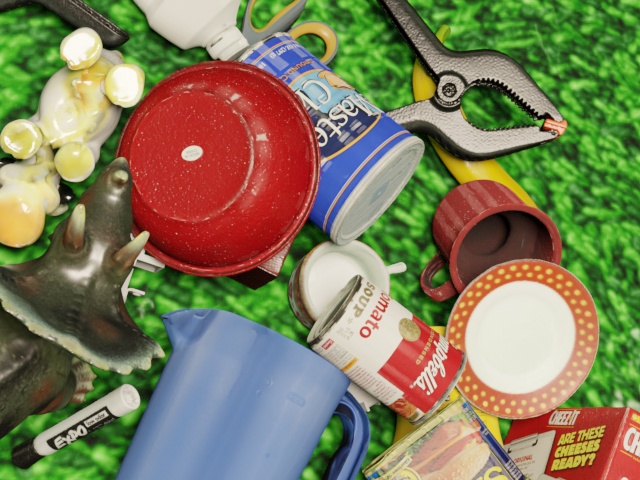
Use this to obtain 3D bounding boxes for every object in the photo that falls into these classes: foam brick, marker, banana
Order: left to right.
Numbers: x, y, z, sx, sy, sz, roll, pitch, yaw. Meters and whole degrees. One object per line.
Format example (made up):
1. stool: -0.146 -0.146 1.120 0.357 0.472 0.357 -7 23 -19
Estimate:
1. marker: -0.178 0.135 0.761 0.020 0.121 0.020 41 31 -33
2. foam brick: -0.055 0.001 0.835 0.053 0.078 0.051 26 74 -10
3. banana: 0.128 -0.094 0.933 0.069 0.037 0.198 -24 88 -18

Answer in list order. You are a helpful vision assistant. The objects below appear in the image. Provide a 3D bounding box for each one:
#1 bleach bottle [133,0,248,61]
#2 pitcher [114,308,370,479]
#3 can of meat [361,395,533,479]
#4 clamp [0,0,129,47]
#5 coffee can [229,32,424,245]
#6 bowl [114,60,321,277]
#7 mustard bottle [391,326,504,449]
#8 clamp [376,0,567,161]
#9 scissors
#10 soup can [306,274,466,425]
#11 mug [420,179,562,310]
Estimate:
1. bleach bottle: -0.135 -0.255 0.853 0.102 0.068 0.251 -35 93 4
2. pitcher: -0.076 0.182 0.773 0.149 0.145 0.242 20 75 24
3. can of meat: 0.094 0.178 0.804 0.102 0.057 0.084 -36 81 -6
4. clamp: -0.223 -0.205 0.822 0.171 0.039 0.120 -4 99 5
5. coffee can: -0.005 -0.079 0.828 0.140 0.103 0.102 41 69 14
6. bowl: -0.083 -0.056 0.763 0.162 0.055 0.162 -1 85 14
7. mustard bottle: 0.103 0.167 0.866 0.096 0.058 0.191 4 79 -22
8. clamp: 0.104 -0.133 0.891 0.210 0.036 0.164 11 89 4
9. scissors: -0.059 -0.137 0.891 0.096 0.016 0.201 36 72 -9
10. soup can: 0.049 0.081 0.800 0.102 0.069 0.068 37 71 -5
11. mug: 0.132 0.007 0.885 0.117 0.081 0.093 -40 113 8
